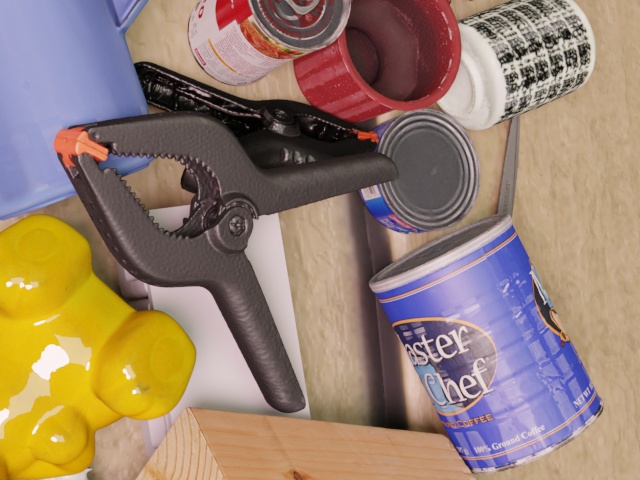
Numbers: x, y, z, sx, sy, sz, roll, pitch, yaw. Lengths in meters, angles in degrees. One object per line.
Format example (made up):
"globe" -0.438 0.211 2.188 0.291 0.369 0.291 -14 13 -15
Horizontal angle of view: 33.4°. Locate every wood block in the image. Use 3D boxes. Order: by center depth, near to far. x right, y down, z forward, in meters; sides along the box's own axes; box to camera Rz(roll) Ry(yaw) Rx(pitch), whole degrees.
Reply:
"wood block" 0.001 0.165 0.618 0.205 0.091 0.090 15 118 -40

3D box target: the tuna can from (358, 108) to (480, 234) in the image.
"tuna can" 0.068 -0.047 0.750 0.086 0.034 0.086 3 83 -27

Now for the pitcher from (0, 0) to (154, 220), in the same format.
"pitcher" -0.167 -0.143 0.581 0.144 0.149 0.243 -28 101 -43

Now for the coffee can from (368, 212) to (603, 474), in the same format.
"coffee can" 0.108 0.066 0.702 0.102 0.103 0.140 -29 93 -27

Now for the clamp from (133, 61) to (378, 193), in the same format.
"clamp" -0.033 -0.059 0.666 0.171 0.039 0.120 8 40 -27

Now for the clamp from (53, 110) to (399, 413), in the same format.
"clamp" -0.054 0.001 0.582 0.209 0.036 0.164 21 83 -38

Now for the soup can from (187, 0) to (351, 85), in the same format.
"soup can" -0.035 -0.139 0.667 0.068 0.102 0.068 3 83 -27

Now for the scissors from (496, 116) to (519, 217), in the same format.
"scissors" 0.117 0.005 0.781 0.096 0.016 0.202 -3 86 -28

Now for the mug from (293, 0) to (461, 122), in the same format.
"mug" 0.041 -0.133 0.717 0.117 0.082 0.093 -46 106 -23
